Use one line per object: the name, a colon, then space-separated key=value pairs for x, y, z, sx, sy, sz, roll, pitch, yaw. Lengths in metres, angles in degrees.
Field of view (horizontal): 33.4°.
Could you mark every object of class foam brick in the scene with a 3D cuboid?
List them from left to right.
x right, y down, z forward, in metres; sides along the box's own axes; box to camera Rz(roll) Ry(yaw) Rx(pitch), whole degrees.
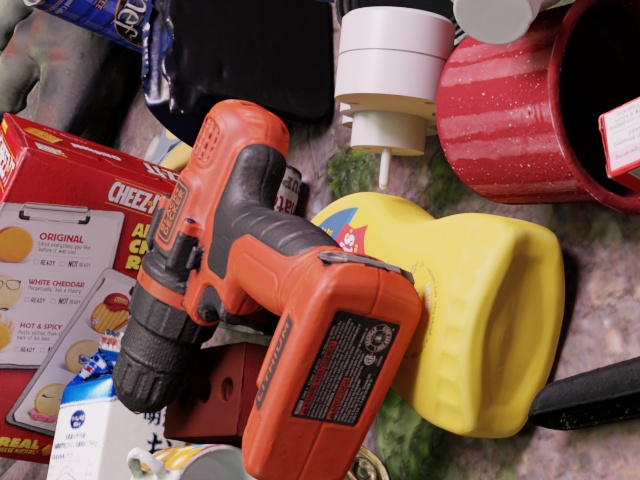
foam brick: x=-0.046 y=0.091 z=0.611 sx=0.078 sy=0.051 sz=0.053 roll=-16 pitch=62 yaw=50

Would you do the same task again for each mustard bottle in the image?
mustard bottle: x=0.032 y=0.026 z=0.530 sx=0.192 sy=0.058 sz=0.096 roll=16 pitch=97 yaw=56

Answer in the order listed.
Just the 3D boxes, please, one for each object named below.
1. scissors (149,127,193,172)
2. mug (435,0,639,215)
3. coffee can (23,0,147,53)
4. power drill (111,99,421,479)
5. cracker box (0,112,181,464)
scissors: x=-0.133 y=-0.061 z=0.836 sx=0.202 sy=0.016 sz=0.096 roll=-13 pitch=62 yaw=51
mug: x=0.110 y=-0.064 z=0.452 sx=0.117 sy=0.093 sz=0.082 roll=-48 pitch=23 yaw=-22
coffee can: x=-0.134 y=-0.194 z=0.791 sx=0.103 sy=0.140 sz=0.103 roll=-29 pitch=52 yaw=44
power drill: x=-0.040 y=0.039 z=0.523 sx=0.188 sy=0.057 sz=0.184 roll=41 pitch=114 yaw=52
cracker box: x=-0.171 y=0.043 z=0.708 sx=0.214 sy=0.163 sz=0.072 roll=-61 pitch=38 yaw=14
